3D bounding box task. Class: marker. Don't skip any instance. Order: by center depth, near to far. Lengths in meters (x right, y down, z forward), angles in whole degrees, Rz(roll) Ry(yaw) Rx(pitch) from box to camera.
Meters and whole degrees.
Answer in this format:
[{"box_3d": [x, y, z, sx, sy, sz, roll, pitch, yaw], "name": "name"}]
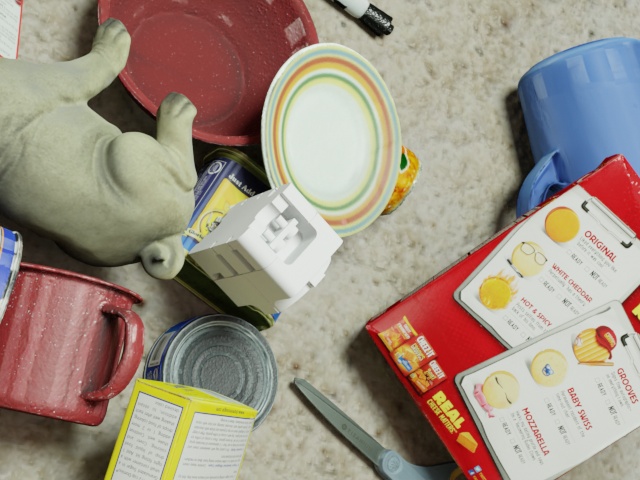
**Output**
[{"box_3d": [0.008, -0.196, 0.823, 0.121, 0.020, 0.020, 34, 65, -20], "name": "marker"}]

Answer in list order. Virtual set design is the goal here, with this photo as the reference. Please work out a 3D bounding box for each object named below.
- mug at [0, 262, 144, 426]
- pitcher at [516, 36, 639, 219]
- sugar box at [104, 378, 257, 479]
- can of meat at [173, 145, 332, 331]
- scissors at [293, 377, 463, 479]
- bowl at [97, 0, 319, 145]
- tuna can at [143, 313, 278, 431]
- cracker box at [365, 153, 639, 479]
[{"box_3d": [-0.150, 0.064, 0.627, 0.093, 0.117, 0.081, 30, 68, -55], "name": "mug"}, {"box_3d": [0.232, -0.032, 0.855, 0.149, 0.145, 0.243, 6, 67, -69], "name": "pitcher"}, {"box_3d": [-0.097, 0.174, 0.624, 0.093, 0.048, 0.176, 29, 79, -64], "name": "sugar box"}, {"box_3d": [-0.055, 0.001, 0.724, 0.102, 0.058, 0.084, 38, 66, -17], "name": "can of meat"}, {"box_3d": [0.067, 0.157, 0.783, 0.096, 0.016, 0.202, -37, 98, -32], "name": "scissors"}, {"box_3d": [-0.082, -0.129, 0.730, 0.161, 0.055, 0.162, 11, 66, -26], "name": "bowl"}, {"box_3d": [-0.072, 0.092, 0.708, 0.086, 0.034, 0.086, 7, 76, -28], "name": "tuna can"}, {"box_3d": [0.164, 0.066, 0.756, 0.214, 0.072, 0.164, -35, 89, 6], "name": "cracker box"}]
